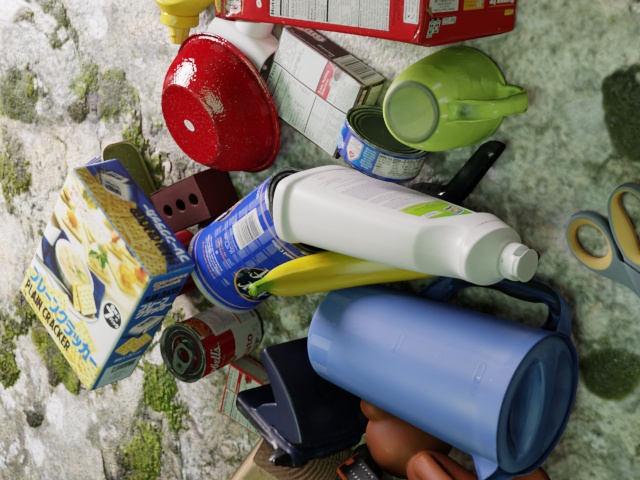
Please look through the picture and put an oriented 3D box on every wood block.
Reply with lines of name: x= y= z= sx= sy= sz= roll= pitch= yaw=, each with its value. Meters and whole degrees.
wood block: x=-0.066 y=0.298 z=1.205 sx=0.091 sy=0.090 sz=0.206 roll=34 pitch=128 yaw=0

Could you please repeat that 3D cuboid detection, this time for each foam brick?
foam brick: x=-0.140 y=-0.045 z=1.192 sx=0.078 sy=0.051 sz=0.053 roll=-21 pitch=92 yaw=40

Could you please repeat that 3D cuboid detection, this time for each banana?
banana: x=0.032 y=0.030 z=1.016 sx=0.198 sy=0.069 sz=0.037 roll=-10 pitch=110 yaw=5

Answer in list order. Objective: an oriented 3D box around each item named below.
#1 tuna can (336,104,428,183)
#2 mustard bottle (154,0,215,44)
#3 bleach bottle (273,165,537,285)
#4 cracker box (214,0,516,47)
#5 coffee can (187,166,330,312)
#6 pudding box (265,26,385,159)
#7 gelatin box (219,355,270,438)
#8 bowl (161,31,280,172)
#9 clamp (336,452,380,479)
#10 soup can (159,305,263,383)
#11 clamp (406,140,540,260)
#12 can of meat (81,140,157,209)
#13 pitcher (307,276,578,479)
tuna can: x=0.059 y=-0.091 z=1.001 sx=0.086 sy=0.085 sz=0.034 roll=37 pitch=126 yaw=23
mustard bottle: x=-0.140 y=-0.298 z=1.103 sx=0.096 sy=0.058 sz=0.192 roll=23 pitch=118 yaw=30
bleach bottle: x=0.077 y=-0.008 z=0.951 sx=0.251 sy=0.102 sz=0.068 roll=20 pitch=119 yaw=43
cracker box: x=0.040 y=-0.217 z=0.923 sx=0.214 sy=0.163 sz=0.072 roll=15 pitch=111 yaw=33
coffee can: x=-0.057 y=0.001 z=1.110 sx=0.141 sy=0.102 sz=0.103 roll=-35 pitch=83 yaw=39
pudding box: x=-0.001 y=-0.148 z=1.059 sx=0.114 sy=0.039 sz=0.090 roll=40 pitch=127 yaw=24
gelatin box: x=-0.070 y=0.184 z=1.230 sx=0.089 sy=0.030 sz=0.073 roll=28 pitch=122 yaw=27
bowl: x=-0.116 y=-0.132 z=1.112 sx=0.162 sy=0.055 sz=0.162 roll=33 pitch=141 yaw=31
clamp: x=0.084 y=0.294 z=1.035 sx=0.210 sy=0.036 sz=0.164 roll=46 pitch=166 yaw=46
soup can: x=-0.121 y=0.110 z=1.197 sx=0.069 sy=0.102 sz=0.068 roll=13 pitch=113 yaw=34
clamp: x=0.121 y=-0.031 z=1.004 sx=0.172 sy=0.039 sz=0.120 roll=-2 pitch=100 yaw=39
can of meat: x=-0.245 y=-0.055 z=1.267 sx=0.084 sy=0.057 sz=0.102 roll=-25 pitch=89 yaw=42
pitcher: x=0.112 y=0.107 z=1.004 sx=0.243 sy=0.149 sz=0.145 roll=19 pitch=125 yaw=40
